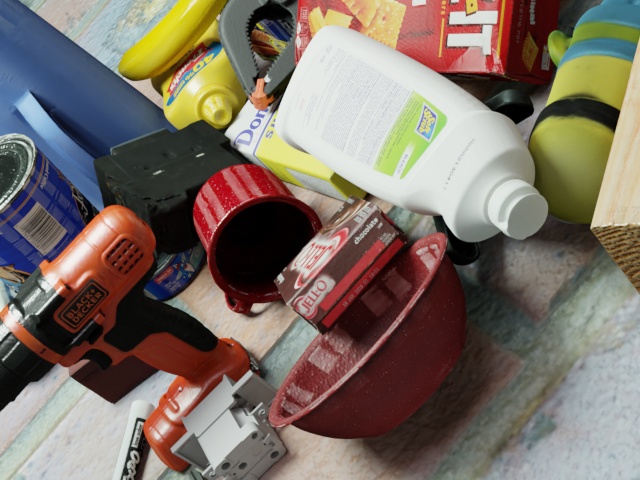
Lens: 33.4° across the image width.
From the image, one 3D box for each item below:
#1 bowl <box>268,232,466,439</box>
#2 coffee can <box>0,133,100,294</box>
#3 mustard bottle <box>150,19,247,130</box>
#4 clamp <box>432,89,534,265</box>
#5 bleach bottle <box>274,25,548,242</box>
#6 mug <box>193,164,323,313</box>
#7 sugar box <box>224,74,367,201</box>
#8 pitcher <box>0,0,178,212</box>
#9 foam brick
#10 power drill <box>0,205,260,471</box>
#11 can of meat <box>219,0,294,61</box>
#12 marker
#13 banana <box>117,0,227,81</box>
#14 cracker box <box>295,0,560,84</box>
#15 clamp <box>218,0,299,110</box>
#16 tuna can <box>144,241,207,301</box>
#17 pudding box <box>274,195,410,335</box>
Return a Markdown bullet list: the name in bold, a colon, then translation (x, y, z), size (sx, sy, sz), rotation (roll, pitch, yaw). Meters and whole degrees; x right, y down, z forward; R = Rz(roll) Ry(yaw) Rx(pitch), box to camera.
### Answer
- **bowl**: translation (0.041, 0.071, 0.673), size (0.162, 0.055, 0.162), rotation (-47, 7, 7)
- **coffee can**: translation (-0.241, -0.007, 0.908), size (0.103, 0.140, 0.103), rotation (-18, 46, 20)
- **mustard bottle**: translation (-0.113, -0.152, 1.033), size (0.096, 0.058, 0.192), rotation (-43, 30, 8)
- **clamp**: translation (0.086, -0.049, 0.762), size (0.120, 0.039, 0.172), rotation (-69, 20, -1)
- **bleach bottle**: translation (0.059, -0.061, 0.705), size (0.251, 0.068, 0.103), rotation (45, 116, 52)
- **mug**: translation (-0.056, 0.001, 0.846), size (0.081, 0.093, 0.117), rotation (-126, 45, -57)
- **sugar box**: translation (-0.007, -0.094, 0.906), size (0.176, 0.048, 0.093), rotation (22, 74, 50)
- **pitcher**: translation (-0.252, -0.126, 1.011), size (0.149, 0.242, 0.145), rotation (-7, 54, 42)
- **foam brick**: translation (-0.168, 0.087, 0.895), size (0.078, 0.053, 0.051), rotation (-36, 38, 14)
- **power drill**: translation (-0.146, 0.091, 0.761), size (0.184, 0.187, 0.057), rotation (-47, 39, -2)
- **can of meat**: translation (-0.049, -0.217, 1.025), size (0.102, 0.083, 0.057), rotation (23, 74, 51)
- **marker**: translation (-0.151, 0.181, 0.823), size (0.020, 0.020, 0.121), rotation (-17, 47, 34)
- **banana**: translation (-0.142, -0.203, 1.019), size (0.198, 0.037, 0.069), rotation (-30, 51, 39)
- **cracker box**: translation (0.079, -0.209, 0.828), size (0.214, 0.071, 0.164), rotation (11, 99, 43)
- **clamp**: translation (-0.027, -0.215, 0.937), size (0.164, 0.036, 0.210), rotation (1, 73, 3)
- **tuna can**: translation (-0.141, 0.012, 0.953), size (0.086, 0.033, 0.086), rotation (-26, 42, 26)
- **pudding box**: translation (0.013, 0.015, 0.760), size (0.090, 0.039, 0.113), rotation (-47, 7, 0)
